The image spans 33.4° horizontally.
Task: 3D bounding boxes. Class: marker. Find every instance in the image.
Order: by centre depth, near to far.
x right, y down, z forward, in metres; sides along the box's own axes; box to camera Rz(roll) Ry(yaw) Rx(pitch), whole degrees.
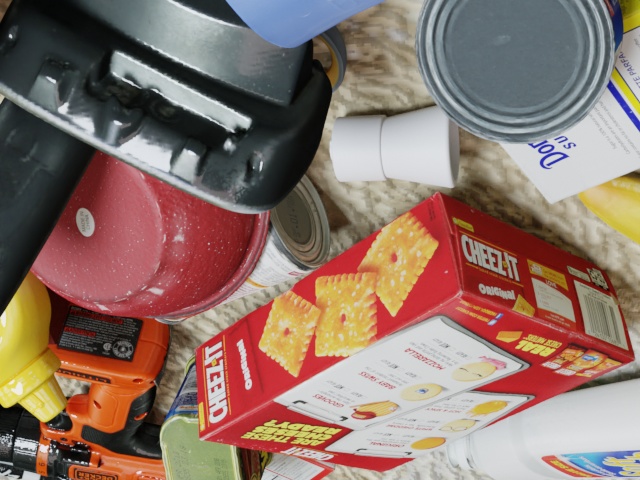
[{"bbox_3d":[-0.264,0.186,0.886,0.121,0.020,0.020,15,138,-10],"label":"marker"}]

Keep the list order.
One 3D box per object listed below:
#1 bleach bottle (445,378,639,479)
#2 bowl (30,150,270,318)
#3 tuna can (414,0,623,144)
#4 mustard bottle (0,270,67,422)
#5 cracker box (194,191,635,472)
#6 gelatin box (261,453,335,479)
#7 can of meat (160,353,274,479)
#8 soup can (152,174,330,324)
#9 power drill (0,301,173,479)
[{"bbox_3d":[0.210,0.132,0.732,0.251,0.068,0.102,-13,149,27],"label":"bleach bottle"},{"bbox_3d":[-0.110,-0.020,0.548,0.162,0.055,0.162,8,116,17],"label":"bowl"},{"bbox_3d":[0.087,-0.088,0.464,0.086,0.033,0.086,11,118,20],"label":"tuna can"},{"bbox_3d":[-0.209,0.024,0.602,0.096,0.058,0.191,-32,99,28],"label":"mustard bottle"},{"bbox_3d":[0.051,0.067,0.648,0.163,0.072,0.214,20,140,-39],"label":"cracker box"},{"bbox_3d":[-0.043,0.163,0.824,0.089,0.030,0.073,27,136,-19],"label":"gelatin box"},{"bbox_3d":[-0.071,0.139,0.732,0.057,0.084,0.102,-2,113,10],"label":"can of meat"},{"bbox_3d":[-0.054,0.001,0.609,0.102,0.068,0.068,-22,132,27],"label":"soup can"},{"bbox_3d":[-0.181,0.113,0.766,0.184,0.057,0.188,9,141,-4],"label":"power drill"}]
